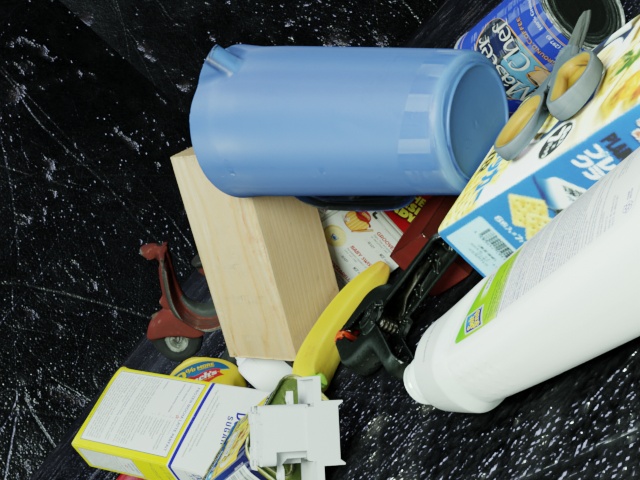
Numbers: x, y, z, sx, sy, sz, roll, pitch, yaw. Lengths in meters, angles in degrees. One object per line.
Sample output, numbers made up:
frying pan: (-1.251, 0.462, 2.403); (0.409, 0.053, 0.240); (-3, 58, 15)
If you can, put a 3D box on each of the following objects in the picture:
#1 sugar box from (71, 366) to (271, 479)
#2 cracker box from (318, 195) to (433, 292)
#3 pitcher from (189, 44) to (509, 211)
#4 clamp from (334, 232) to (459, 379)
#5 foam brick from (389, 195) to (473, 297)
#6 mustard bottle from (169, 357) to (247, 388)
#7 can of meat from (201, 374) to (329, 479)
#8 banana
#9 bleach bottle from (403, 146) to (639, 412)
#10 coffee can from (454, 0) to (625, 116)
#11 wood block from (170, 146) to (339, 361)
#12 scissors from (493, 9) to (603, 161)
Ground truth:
sugar box: (-0.127, 0.172, 0.961); (0.176, 0.048, 0.093); (7, 51, 29)
cracker box: (0.027, -0.040, 1.074); (0.214, 0.164, 0.072); (-43, 10, 41)
pitcher: (0.028, -0.089, 0.865); (0.243, 0.145, 0.148); (6, 8, 38)
clamp: (0.051, 0.073, 0.844); (0.120, 0.039, 0.172); (-63, 7, -33)
foam brick: (0.104, -0.004, 0.878); (0.051, 0.053, 0.078); (-37, 14, 53)
mustard bottle: (-0.119, 0.166, 1.089); (0.096, 0.058, 0.192); (-26, 20, -4)
can of meat: (-0.044, 0.168, 0.844); (0.084, 0.057, 0.102); (-44, 9, 38)
banana: (0.016, 0.090, 0.983); (0.070, 0.037, 0.197); (-30, 17, 34)
bleach bottle: (0.127, 0.027, 0.571); (0.251, 0.068, 0.102); (-43, 9, 50)
coffee can: (0.210, -0.195, 1.041); (0.102, 0.103, 0.141); (-54, 9, -35)
wood block: (-0.057, 0.001, 1.023); (0.090, 0.206, 0.090); (-2, 21, 38)
scissors: (0.157, -0.109, 0.732); (0.096, 0.016, 0.201); (-45, 7, 21)
